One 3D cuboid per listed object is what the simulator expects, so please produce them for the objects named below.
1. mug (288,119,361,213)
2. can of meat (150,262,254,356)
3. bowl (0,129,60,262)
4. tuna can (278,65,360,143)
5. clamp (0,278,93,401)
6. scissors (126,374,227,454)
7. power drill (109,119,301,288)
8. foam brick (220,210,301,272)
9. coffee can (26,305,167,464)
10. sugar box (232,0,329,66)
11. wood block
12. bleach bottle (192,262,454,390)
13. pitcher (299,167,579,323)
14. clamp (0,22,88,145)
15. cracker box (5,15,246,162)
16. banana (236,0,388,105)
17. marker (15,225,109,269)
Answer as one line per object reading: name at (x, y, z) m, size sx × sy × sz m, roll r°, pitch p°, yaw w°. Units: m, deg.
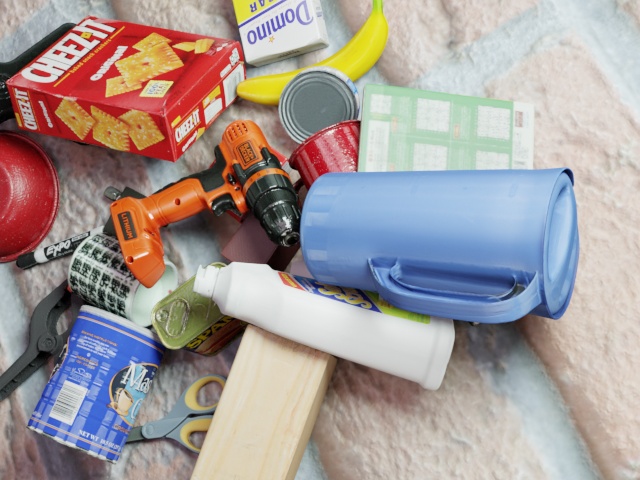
mug at (0.016, -0.060, 1.119) m, size 0.117 × 0.093 × 0.081 m, roll -35°, pitch 71°, yaw 24°
can of meat at (-0.115, 0.076, 1.130) m, size 0.102 × 0.083 × 0.057 m, roll -36°, pitch 67°, yaw 8°
bowl at (-0.394, -0.055, 1.264) m, size 0.162 × 0.055 × 0.162 m, roll -1°, pitch 87°, yaw 13°
tuna can at (0.000, -0.144, 1.150) m, size 0.086 × 0.033 × 0.086 m, roll 3°, pitch 109°, yaw 8°
clamp at (-0.294, 0.128, 1.208) m, size 0.120 × 0.039 × 0.171 m, roll 24°, pitch 85°, yaw 14°
scissors at (-0.173, 0.188, 1.160) m, size 0.202 × 0.016 × 0.096 m, roll 3°, pitch 76°, yaw 21°
power drill at (-0.117, -0.027, 1.106) m, size 0.187 × 0.057 × 0.184 m, roll -28°, pitch 45°, yaw 1°
foam brick at (-0.058, 0.001, 1.146) m, size 0.053 × 0.051 × 0.078 m, roll 35°, pitch 90°, yaw 23°
coffee can at (-0.235, 0.153, 1.135) m, size 0.103 × 0.102 × 0.140 m, roll 17°, pitch 75°, yaw 23°
sugar box at (-0.055, -0.294, 1.201) m, size 0.093 × 0.048 × 0.176 m, roll -14°, pitch 86°, yaw 16°
wood block at (-0.062, 0.198, 1.067) m, size 0.090 × 0.091 × 0.206 m, roll 19°, pitch 83°, yaw 8°
bleach bottle at (-0.001, 0.072, 1.034) m, size 0.251 × 0.102 × 0.068 m, roll 15°, pitch 105°, yaw -1°
pitcher at (0.104, 0.001, 0.967) m, size 0.243 × 0.149 × 0.145 m, roll 4°, pitch 83°, yaw 26°
clamp at (-0.372, -0.171, 1.276) m, size 0.209 × 0.036 × 0.164 m, roll -15°, pitch 72°, yaw -14°
cracker box at (-0.214, -0.176, 1.195) m, size 0.214 × 0.072 × 0.164 m, roll 14°, pitch 44°, yaw 23°
banana at (0.002, -0.193, 1.172) m, size 0.198 × 0.037 × 0.069 m, roll -31°, pitch 99°, yaw 18°
marker at (-0.304, 0.010, 1.252) m, size 0.121 × 0.020 × 0.020 m, roll -18°, pitch 71°, yaw 15°
